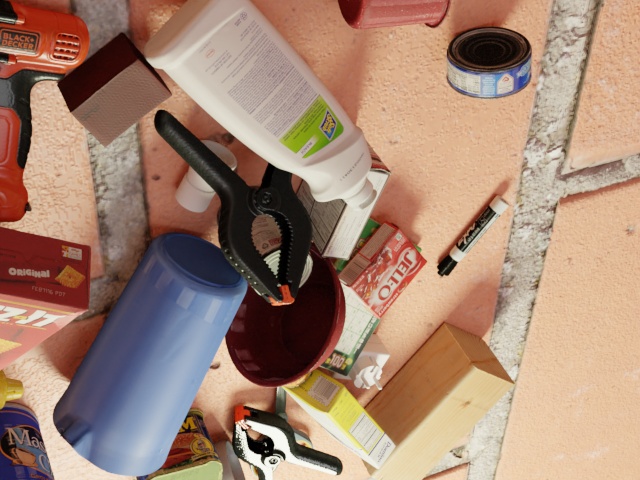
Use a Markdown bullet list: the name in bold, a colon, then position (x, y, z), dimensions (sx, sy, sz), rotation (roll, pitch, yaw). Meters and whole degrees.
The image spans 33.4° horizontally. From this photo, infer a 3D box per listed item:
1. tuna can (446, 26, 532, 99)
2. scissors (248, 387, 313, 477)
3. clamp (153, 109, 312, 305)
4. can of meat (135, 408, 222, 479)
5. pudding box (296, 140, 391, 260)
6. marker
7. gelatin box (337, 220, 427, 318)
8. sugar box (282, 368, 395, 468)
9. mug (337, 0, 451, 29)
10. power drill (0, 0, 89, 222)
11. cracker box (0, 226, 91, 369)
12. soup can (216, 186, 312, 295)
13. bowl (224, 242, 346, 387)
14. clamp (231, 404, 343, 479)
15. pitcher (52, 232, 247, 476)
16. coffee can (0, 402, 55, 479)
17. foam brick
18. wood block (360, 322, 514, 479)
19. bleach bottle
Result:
- **tuna can**: position (0.169, -0.179, 1.069), dimensions (0.086, 0.086, 0.034), rotation (-20, 133, -13)
- **scissors**: position (-0.036, 0.232, 1.367), dimensions (0.096, 0.016, 0.202), rotation (3, 127, -28)
- **clamp**: position (-0.051, -0.045, 1.014), dimensions (0.164, 0.036, 0.210), rotation (-21, 94, -25)
- **can of meat**: position (-0.174, 0.256, 1.263), dimensions (0.102, 0.084, 0.057), rotation (-11, 133, -21)
- **pudding box**: position (0.019, -0.051, 1.095), dimensions (0.039, 0.090, 0.114), rotation (4, 125, -31)
- **marker**: position (0.181, -0.003, 1.280), dimensions (0.020, 0.020, 0.121), rotation (21, 116, -40)
- **gelatin box**: position (0.071, 0.033, 1.205), dimensions (0.089, 0.030, 0.073), rotation (-49, 133, -6)
- **sugar box**: position (0.021, 0.214, 1.324), dimensions (0.048, 0.093, 0.176), rotation (-53, 141, -11)
- **mug**: position (0.062, -0.246, 0.957), dimensions (0.081, 0.093, 0.117), rotation (-9, 101, -17)
- **power drill**: position (-0.291, -0.109, 0.869), dimensions (0.184, 0.057, 0.188), rotation (3, 116, -35)
- **cracker box**: position (-0.326, 0.057, 0.947), dimensions (0.163, 0.072, 0.214), rotation (14, 150, -37)
- **soup can**: position (-0.057, 0.001, 1.089), dimensions (0.068, 0.102, 0.068), rotation (-16, 134, -17)
- **bowl**: position (-0.027, 0.081, 1.138), dimensions (0.055, 0.162, 0.162), rotation (22, 115, -47)
- **clamp**: position (-0.049, 0.266, 1.349), dimensions (0.120, 0.039, 0.171), rotation (-25, 127, 2)
- **pitcher**: position (-0.169, 0.114, 1.121), dimensions (0.144, 0.149, 0.243), rotation (22, 113, -21)
- **coffee can**: position (-0.335, 0.257, 1.132), dimensions (0.102, 0.140, 0.103), rotation (-16, 134, -17)
- **foam brick**: position (-0.181, -0.133, 0.937), dimensions (0.078, 0.051, 0.053), rotation (-36, 136, 4)
- **wood block**: position (0.142, 0.220, 1.407), dimensions (0.090, 0.090, 0.206), rotation (25, 113, -41)
- **bleach bottle**: position (-0.039, -0.113, 0.966), dimensions (0.102, 0.068, 0.250), rotation (-47, 118, -6)
